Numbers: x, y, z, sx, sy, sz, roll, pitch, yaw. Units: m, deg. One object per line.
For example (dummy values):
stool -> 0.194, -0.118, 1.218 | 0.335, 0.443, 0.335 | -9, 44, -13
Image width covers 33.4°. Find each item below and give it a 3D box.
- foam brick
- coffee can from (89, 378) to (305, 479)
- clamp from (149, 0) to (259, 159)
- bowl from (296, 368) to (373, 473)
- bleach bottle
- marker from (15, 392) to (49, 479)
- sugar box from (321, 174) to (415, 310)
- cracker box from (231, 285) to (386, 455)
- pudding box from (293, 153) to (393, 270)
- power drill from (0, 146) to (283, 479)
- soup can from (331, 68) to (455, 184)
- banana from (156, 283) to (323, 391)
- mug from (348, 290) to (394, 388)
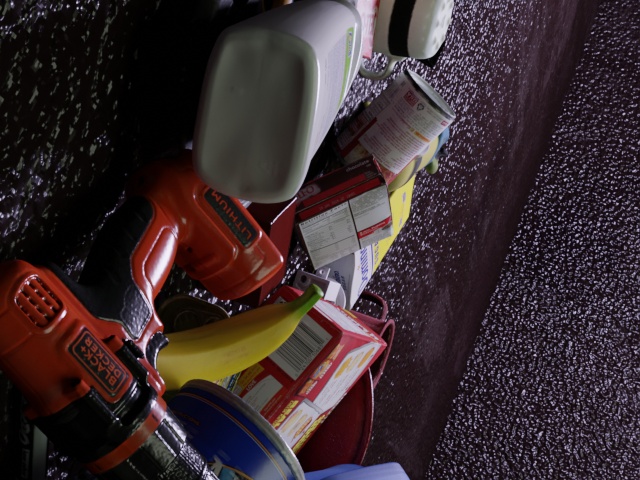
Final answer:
foam brick -> -0.055, 0.001, 0.811 | 0.051, 0.053, 0.078 | -47, 151, -55
coffee can -> -0.091, 0.167, 0.637 | 0.140, 0.103, 0.103 | -44, 152, -30
clamp -> -0.065, -0.139, 0.641 | 0.164, 0.036, 0.210 | 9, 101, -75
bowl -> -0.009, 0.170, 1.077 | 0.162, 0.055, 0.162 | -30, -124, 59
bleach bottle -> -0.012, -0.105, 0.701 | 0.250, 0.068, 0.103 | -57, 160, -70
marker -> -0.164, 0.099, 0.614 | 0.020, 0.020, 0.121 | -44, 149, -59
sugar box -> 0.053, -0.012, 1.183 | 0.093, 0.048, 0.176 | 93, 21, -45
cracker box -> -0.035, 0.126, 0.921 | 0.164, 0.072, 0.213 | -50, 165, 2
pudding box -> 0.018, -0.024, 0.976 | 0.090, 0.039, 0.113 | -23, 153, -3
power drill -> -0.087, 0.049, 0.592 | 0.184, 0.057, 0.187 | 53, 36, -18
soup can -> 0.069, -0.104, 1.011 | 0.102, 0.068, 0.068 | -45, 171, 17
banana -> -0.090, 0.067, 0.688 | 0.197, 0.037, 0.070 | -12, 132, -37
mug -> 0.032, 0.108, 1.183 | 0.093, 0.081, 0.117 | 74, 38, -64
